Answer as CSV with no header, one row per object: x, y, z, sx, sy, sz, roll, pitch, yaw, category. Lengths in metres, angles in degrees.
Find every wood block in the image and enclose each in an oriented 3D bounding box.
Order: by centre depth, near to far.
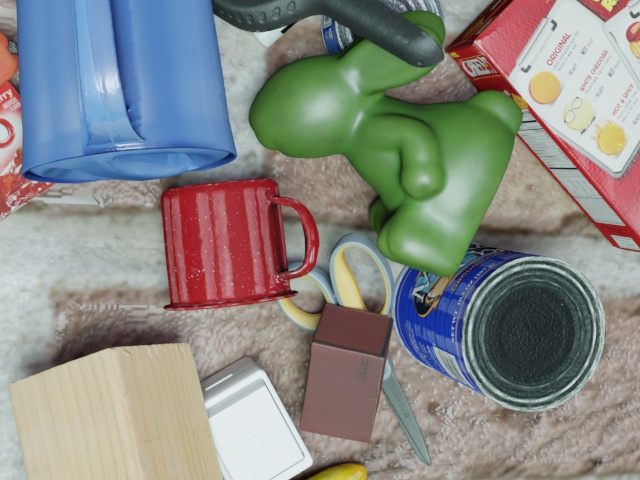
-0.117,0.177,0.681,0.090,0.090,0.206,-21,78,25,wood block

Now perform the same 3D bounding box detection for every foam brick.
0.019,0.094,0.756,0.053,0.051,0.078,12,119,5,foam brick

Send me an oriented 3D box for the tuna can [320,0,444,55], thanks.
0.046,-0.156,0.773,0.086,0.034,0.086,-1,94,-15,tuna can

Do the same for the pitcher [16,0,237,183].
-0.129,-0.159,0.661,0.144,0.149,0.243,-4,86,-46,pitcher

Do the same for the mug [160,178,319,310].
-0.055,0.001,0.723,0.117,0.093,0.081,-6,91,30,mug

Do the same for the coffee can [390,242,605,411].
0.120,0.055,0.754,0.102,0.140,0.103,-1,94,-15,coffee can

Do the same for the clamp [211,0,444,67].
-0.002,-0.170,0.694,0.210,0.036,0.164,-5,57,20,clamp

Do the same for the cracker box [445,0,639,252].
0.225,-0.122,0.805,0.164,0.072,0.213,-45,103,-8,cracker box

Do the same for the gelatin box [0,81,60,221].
-0.223,-0.051,0.713,0.089,0.030,0.073,-36,102,-10,gelatin box

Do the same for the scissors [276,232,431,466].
0.024,0.087,0.791,0.096,0.016,0.202,-3,116,14,scissors
